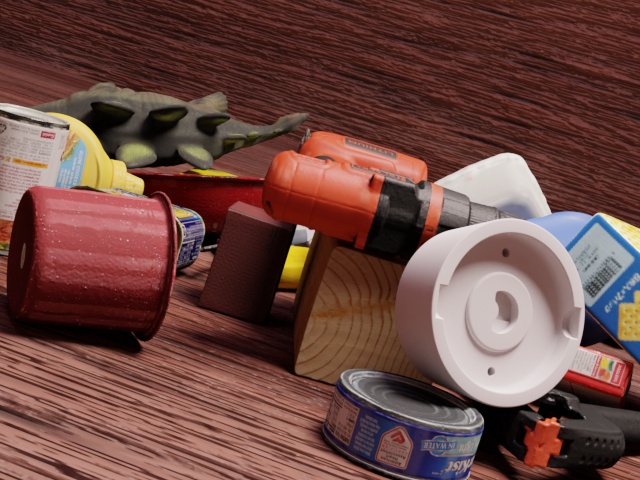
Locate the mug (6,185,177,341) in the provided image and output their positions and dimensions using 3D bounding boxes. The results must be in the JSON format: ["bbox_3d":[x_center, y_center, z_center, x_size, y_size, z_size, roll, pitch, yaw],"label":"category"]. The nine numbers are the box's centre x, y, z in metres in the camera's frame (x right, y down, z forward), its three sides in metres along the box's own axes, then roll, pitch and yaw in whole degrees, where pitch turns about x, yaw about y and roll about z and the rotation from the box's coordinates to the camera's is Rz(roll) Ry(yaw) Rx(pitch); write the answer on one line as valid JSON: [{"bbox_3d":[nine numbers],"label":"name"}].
[{"bbox_3d":[-0.145,0.015,0.650,0.081,0.093,0.117,7,-19,-26],"label":"mug"}]

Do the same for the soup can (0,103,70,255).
[{"bbox_3d":[-0.230,-0.046,0.792,0.068,0.102,0.068,16,8,-3],"label":"soup can"}]

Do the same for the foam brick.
[{"bbox_3d":[-0.054,0.017,0.808,0.053,0.078,0.051,19,8,0],"label":"foam brick"}]

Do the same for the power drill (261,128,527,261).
[{"bbox_3d":[0.050,-0.029,0.749,0.184,0.057,0.187,16,9,-6],"label":"power drill"}]

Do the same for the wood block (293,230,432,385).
[{"bbox_3d":[0.034,0.040,0.783,0.091,0.090,0.206,17,8,-4],"label":"wood block"}]

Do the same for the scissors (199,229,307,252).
[{"bbox_3d":[-0.056,0.001,0.959,0.096,0.016,0.202,-7,1,-4],"label":"scissors"}]

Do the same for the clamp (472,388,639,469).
[{"bbox_3d":[0.140,0.111,0.697,0.165,0.036,0.209,18,4,21],"label":"clamp"}]

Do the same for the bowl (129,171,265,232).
[{"bbox_3d":[-0.109,-0.037,1.056,0.162,0.055,0.162,2,2,0],"label":"bowl"}]

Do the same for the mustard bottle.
[{"bbox_3d":[-0.241,-0.062,0.895,0.191,0.096,0.058,12,7,-27],"label":"mustard bottle"}]

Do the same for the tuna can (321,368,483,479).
[{"bbox_3d":[0.046,0.101,0.590,0.086,0.034,0.086,16,8,-3],"label":"tuna can"}]
